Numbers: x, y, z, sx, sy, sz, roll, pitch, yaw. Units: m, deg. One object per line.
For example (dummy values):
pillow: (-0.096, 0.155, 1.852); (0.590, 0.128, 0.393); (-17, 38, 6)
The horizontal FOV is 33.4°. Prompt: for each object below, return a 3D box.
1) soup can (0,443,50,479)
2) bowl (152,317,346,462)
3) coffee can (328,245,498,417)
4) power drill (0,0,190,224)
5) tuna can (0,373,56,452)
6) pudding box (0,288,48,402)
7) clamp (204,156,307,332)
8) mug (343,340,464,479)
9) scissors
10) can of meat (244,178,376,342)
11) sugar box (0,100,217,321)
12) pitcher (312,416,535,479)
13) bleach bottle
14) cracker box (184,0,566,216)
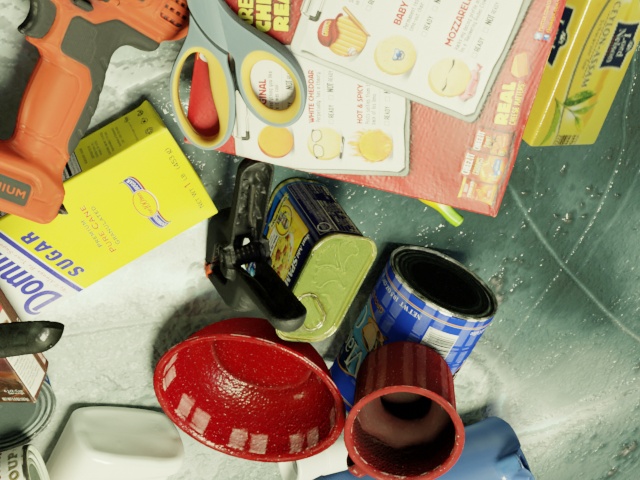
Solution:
soup can: (-0.263, 0.203, 0.818); (0.102, 0.068, 0.068); (-17, 133, -4)
bowl: (-0.054, 0.115, 0.886); (0.162, 0.055, 0.162); (7, 133, 7)
coffee can: (0.077, 0.090, 0.936); (0.102, 0.103, 0.140); (7, 122, -34)
power drill: (-0.174, -0.114, 0.627); (0.184, 0.057, 0.188); (25, 98, -45)
tuna can: (-0.250, 0.123, 0.825); (0.086, 0.034, 0.086); (-16, 132, -18)
pudding box: (-0.258, 0.073, 0.740); (0.113, 0.039, 0.090); (-4, 137, 14)
clamp: (-0.055, 0.001, 0.776); (0.039, 0.172, 0.120); (-5, 93, -22)
mug: (0.060, 0.142, 0.859); (0.093, 0.081, 0.117); (32, 114, -10)
scissors: (-0.052, -0.144, 0.633); (0.096, 0.016, 0.202); (6, 121, 4)
can of meat: (-0.012, 0.014, 0.834); (0.057, 0.084, 0.102); (7, 122, -34)
sugar box: (-0.170, -0.015, 0.747); (0.176, 0.048, 0.093); (-32, 136, -4)
pitcher: (0.090, 0.277, 1.092); (0.242, 0.145, 0.149); (-12, 111, -17)
bleach bottle: (-0.215, 0.256, 0.938); (0.102, 0.068, 0.251); (11, 122, -33)
cracker box: (0.033, -0.123, 0.684); (0.213, 0.072, 0.164); (14, 120, 2)
